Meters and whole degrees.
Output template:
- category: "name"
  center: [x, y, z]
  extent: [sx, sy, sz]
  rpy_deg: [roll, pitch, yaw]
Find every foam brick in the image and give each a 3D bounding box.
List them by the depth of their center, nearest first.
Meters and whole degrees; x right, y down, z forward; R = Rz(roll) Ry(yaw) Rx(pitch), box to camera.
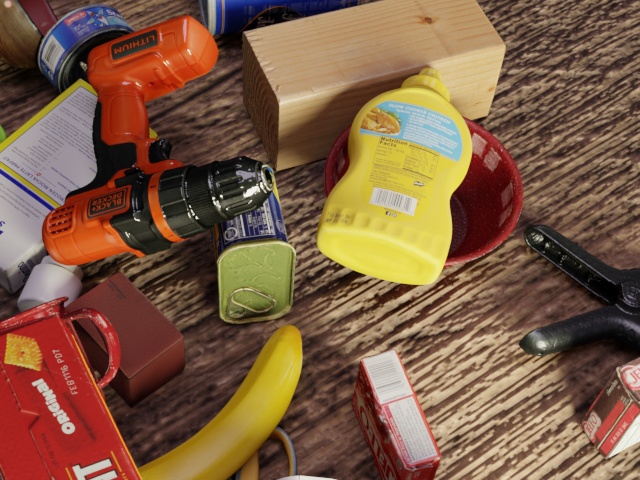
- category: "foam brick"
  center: [-0.143, 0.073, 0.786]
  extent: [0.052, 0.051, 0.078]
  rpy_deg: [-35, 65, -26]

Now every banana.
- category: "banana"
  center: [-0.074, 0.131, 0.741]
  extent: [0.197, 0.037, 0.070]
  rpy_deg: [-35, 62, -24]

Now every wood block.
- category: "wood block"
  center: [0.043, -0.144, 0.929]
  extent: [0.206, 0.090, 0.091]
  rpy_deg: [-16, 57, -15]

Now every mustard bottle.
- category: "mustard bottle"
  center: [0.066, -0.061, 0.823]
  extent: [0.096, 0.058, 0.191]
  rpy_deg: [16, 56, 4]

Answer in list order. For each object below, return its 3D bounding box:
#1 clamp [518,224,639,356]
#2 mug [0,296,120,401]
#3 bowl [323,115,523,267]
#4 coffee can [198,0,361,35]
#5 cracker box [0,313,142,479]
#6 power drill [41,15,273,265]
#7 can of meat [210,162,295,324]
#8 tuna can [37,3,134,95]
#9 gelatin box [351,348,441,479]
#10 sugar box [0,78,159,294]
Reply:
- category: "clamp"
  center: [0.235, 0.043, 0.846]
  extent: [0.171, 0.039, 0.120]
  rpy_deg: [6, 59, -8]
- category: "mug"
  center: [-0.189, 0.089, 0.732]
  extent: [0.117, 0.093, 0.081]
  rpy_deg: [-25, 89, 10]
- category: "bowl"
  center: [0.081, -0.033, 0.875]
  extent: [0.162, 0.055, 0.162]
  rpy_deg: [2, 55, -3]
- category: "coffee can"
  center: [-0.041, -0.246, 0.985]
  extent: [0.140, 0.103, 0.103]
  rpy_deg: [-7, 56, -10]
- category: "cracker box"
  center: [-0.152, 0.171, 0.617]
  extent: [0.072, 0.214, 0.164]
  rpy_deg: [-18, 58, -28]
- category: "power drill"
  center: [-0.119, -0.079, 0.801]
  extent: [0.185, 0.057, 0.187]
  rpy_deg: [-14, 54, 20]
- category: "can of meat"
  center: [-0.055, 0.001, 0.814]
  extent: [0.057, 0.102, 0.084]
  rpy_deg: [-7, 54, -9]
- category: "tuna can"
  center: [-0.198, -0.160, 0.922]
  extent: [0.086, 0.086, 0.034]
  rpy_deg: [-30, 64, -23]
- category: "gelatin box"
  center: [0.051, 0.133, 0.747]
  extent: [0.030, 0.073, 0.089]
  rpy_deg: [-14, 58, -13]
- category: "sugar box"
  center: [-0.222, -0.047, 0.867]
  extent: [0.093, 0.048, 0.176]
  rpy_deg: [35, 63, 16]
